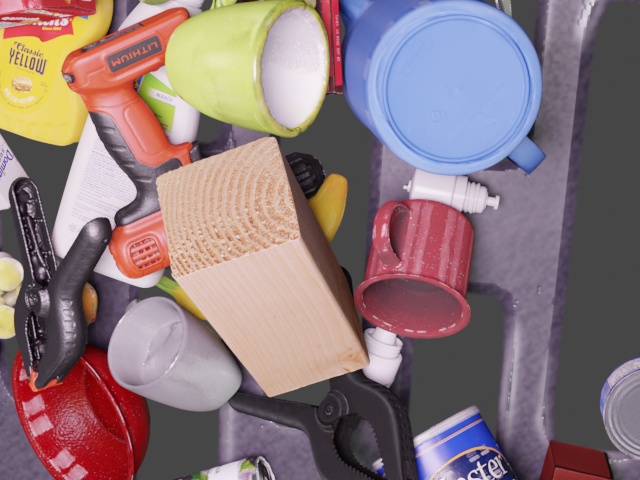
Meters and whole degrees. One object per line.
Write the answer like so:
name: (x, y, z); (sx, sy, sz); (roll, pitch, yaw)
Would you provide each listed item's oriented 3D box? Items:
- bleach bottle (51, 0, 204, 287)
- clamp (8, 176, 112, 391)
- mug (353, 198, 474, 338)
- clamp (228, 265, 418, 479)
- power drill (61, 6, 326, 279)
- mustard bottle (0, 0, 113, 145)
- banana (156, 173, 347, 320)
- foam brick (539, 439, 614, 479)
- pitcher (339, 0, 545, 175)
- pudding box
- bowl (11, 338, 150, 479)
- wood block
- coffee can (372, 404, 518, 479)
bleach bottle: (-0.141, -0.094, 0.885); (0.102, 0.068, 0.251); (21, 103, -5)
clamp: (-0.221, 0.035, 0.858); (0.120, 0.039, 0.172); (37, 119, 39)
mug: (0.073, 0.014, 0.852); (0.093, 0.081, 0.117); (-10, 140, 32)
clamp: (0.019, 0.131, 0.882); (0.210, 0.036, 0.165); (42, 106, 38)
power drill: (-0.104, -0.081, 0.833); (0.184, 0.057, 0.187); (-25, 109, -11)
mustard bottle: (-0.221, -0.181, 0.873); (0.096, 0.058, 0.192); (20, 106, 9)
banana: (-0.050, 0.018, 0.913); (0.198, 0.037, 0.069); (-30, 101, 14)
foam brick: (0.217, 0.223, 0.924); (0.053, 0.051, 0.078); (12, 106, 3)
pitcher: (0.089, -0.111, 0.755); (0.149, 0.243, 0.145); (-3, 104, 1)
pudding box: (-0.026, -0.160, 0.827); (0.039, 0.114, 0.090); (-10, 105, -27)
bowl: (-0.200, 0.150, 0.938); (0.162, 0.055, 0.162); (18, 120, 35)
wood block: (-0.037, 0.027, 0.793); (0.091, 0.206, 0.090); (-19, 57, 6)
coffee can: (0.121, 0.223, 0.888); (0.103, 0.102, 0.140); (-33, 76, 14)
